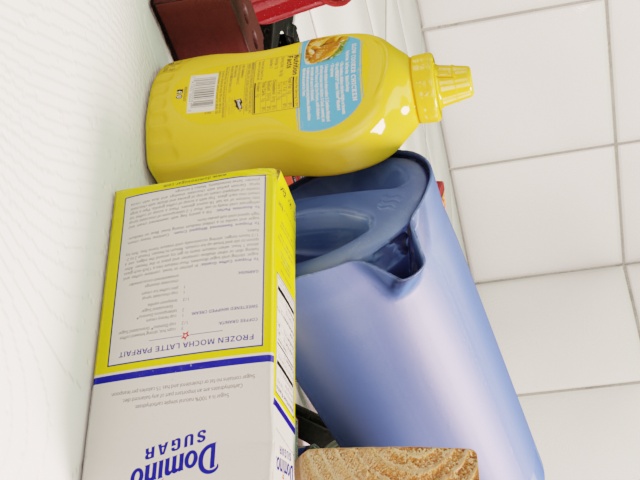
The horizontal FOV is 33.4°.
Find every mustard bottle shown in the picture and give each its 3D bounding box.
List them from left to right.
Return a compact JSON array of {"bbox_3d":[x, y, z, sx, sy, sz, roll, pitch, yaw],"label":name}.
[{"bbox_3d":[-0.005,-0.080,0.638,0.058,0.192,0.096,69,17,-47],"label":"mustard bottle"}]

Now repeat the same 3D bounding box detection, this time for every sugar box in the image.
[{"bbox_3d":[-0.060,0.050,0.525,0.048,0.093,0.176,62,23,-56],"label":"sugar box"}]

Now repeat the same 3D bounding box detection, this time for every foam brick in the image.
[{"bbox_3d":[-0.073,-0.146,0.707,0.078,0.051,0.053,69,16,-47],"label":"foam brick"}]

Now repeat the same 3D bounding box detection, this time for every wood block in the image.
[{"bbox_3d":[0.010,0.177,0.581,0.206,0.090,0.091,124,-34,-63],"label":"wood block"}]

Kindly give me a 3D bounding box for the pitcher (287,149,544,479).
[{"bbox_3d":[0.045,0.073,0.666,0.243,0.145,0.149,63,25,-25],"label":"pitcher"}]

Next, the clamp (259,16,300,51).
[{"bbox_3d":[-0.034,-0.172,0.960,0.171,0.039,0.120,-71,147,-54],"label":"clamp"}]
